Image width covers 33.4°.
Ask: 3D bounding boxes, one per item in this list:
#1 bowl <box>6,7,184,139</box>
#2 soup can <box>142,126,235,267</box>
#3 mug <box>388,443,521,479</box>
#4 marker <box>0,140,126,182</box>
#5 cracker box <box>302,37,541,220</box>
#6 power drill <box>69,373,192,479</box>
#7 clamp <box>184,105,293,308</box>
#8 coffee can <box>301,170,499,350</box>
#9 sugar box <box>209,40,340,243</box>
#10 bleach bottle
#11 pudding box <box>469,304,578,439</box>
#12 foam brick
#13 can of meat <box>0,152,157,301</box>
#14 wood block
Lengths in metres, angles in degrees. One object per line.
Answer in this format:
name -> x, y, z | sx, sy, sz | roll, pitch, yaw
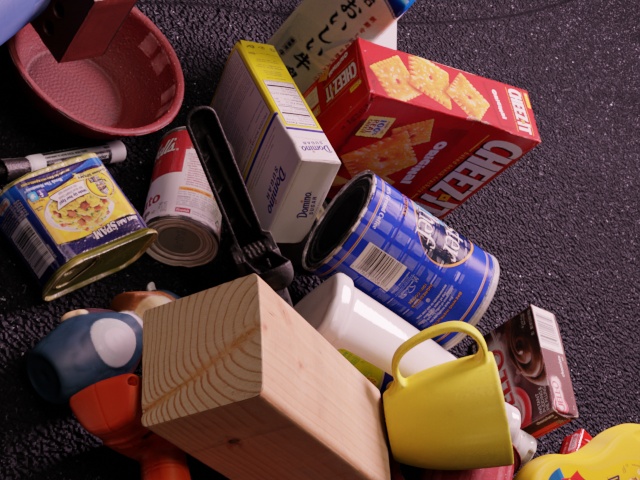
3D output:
bowl -> -0.200, -0.142, 0.912 | 0.161, 0.055, 0.162 | 21, 49, -27
soup can -> -0.111, -0.036, 0.899 | 0.068, 0.069, 0.102 | 25, 48, -24
mug -> 0.106, 0.204, 0.888 | 0.117, 0.093, 0.081 | 35, 49, -17
marker -> -0.212, -0.065, 0.872 | 0.120, 0.020, 0.020 | -16, 72, -45
cracker box -> 0.078, -0.097, 1.029 | 0.213, 0.164, 0.072 | 11, 55, -34
power drill -> -0.113, 0.186, 0.692 | 0.184, 0.057, 0.188 | 49, 22, -60
clamp -> -0.055, 0.001, 0.836 | 0.036, 0.210, 0.164 | -23, 67, -7
coffee can -> 0.069, 0.019, 0.930 | 0.140, 0.103, 0.102 | 34, 44, -15
sugar box -> -0.045, -0.088, 0.936 | 0.048, 0.093, 0.176 | 1, 42, -32
bleach bottle -> 0.088, 0.126, 0.918 | 0.250, 0.103, 0.068 | 31, 49, -18
pudding box -> 0.190, 0.131, 1.010 | 0.039, 0.090, 0.113 | 21, 48, -30
foam brick -> -0.190, -0.188, 0.854 | 0.051, 0.078, 0.053 | -26, 76, -47
can of meat -> -0.191, -0.013, 0.824 | 0.101, 0.058, 0.084 | -27, 77, -47
wood block -> -0.033, 0.119, 0.765 | 0.206, 0.091, 0.090 | 48, 30, -50
